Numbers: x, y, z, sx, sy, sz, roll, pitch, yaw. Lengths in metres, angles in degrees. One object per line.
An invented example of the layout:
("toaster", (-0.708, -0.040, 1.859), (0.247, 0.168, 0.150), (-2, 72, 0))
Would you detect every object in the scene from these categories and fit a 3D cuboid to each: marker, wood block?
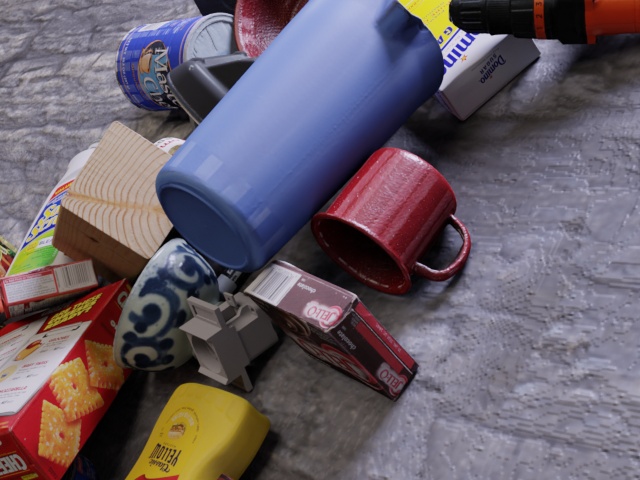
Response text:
("marker", (-0.056, 0.001, 0.975), (0.020, 0.020, 0.121), (19, 68, 51))
("wood block", (-0.185, -0.025, 0.987), (0.090, 0.090, 0.206), (-60, 9, -16))

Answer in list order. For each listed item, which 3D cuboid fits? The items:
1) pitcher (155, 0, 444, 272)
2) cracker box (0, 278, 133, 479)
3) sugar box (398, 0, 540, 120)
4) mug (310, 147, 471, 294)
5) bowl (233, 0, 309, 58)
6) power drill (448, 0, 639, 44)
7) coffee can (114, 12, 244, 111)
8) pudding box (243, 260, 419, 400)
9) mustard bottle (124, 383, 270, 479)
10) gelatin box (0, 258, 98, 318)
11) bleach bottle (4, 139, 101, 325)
("pitcher", (-0.021, -0.089, 0.868), (0.145, 0.149, 0.242), (22, 60, 35))
("cracker box", (-0.256, 0.138, 0.937), (0.164, 0.072, 0.213), (-20, 22, 28))
("sugar box", (0.115, -0.185, 0.980), (0.093, 0.048, 0.176), (-41, 34, 2))
("mug", (0.062, -0.012, 0.827), (0.117, 0.093, 0.081), (29, 68, 22))
("bowl", (-0.014, -0.239, 1.121), (0.162, 0.055, 0.162), (-8, 77, 37))
("power drill", (0.211, -0.240, 0.900), (0.185, 0.057, 0.187), (4, 54, 19))
("coffee can", (-0.150, -0.197, 1.199), (0.141, 0.102, 0.102), (6, 57, 47))
("pudding box", (0.007, 0.065, 0.788), (0.039, 0.090, 0.114), (-49, 35, -12))
("mustard bottle", (-0.118, 0.201, 0.795), (0.096, 0.058, 0.191), (4, 57, 46))
("gelatin box", (-0.258, 0.045, 1.012), (0.089, 0.030, 0.073), (-13, -9, -17))
("bleach bottle", (-0.275, -0.017, 1.169), (0.103, 0.068, 0.250), (-17, 40, 23))
